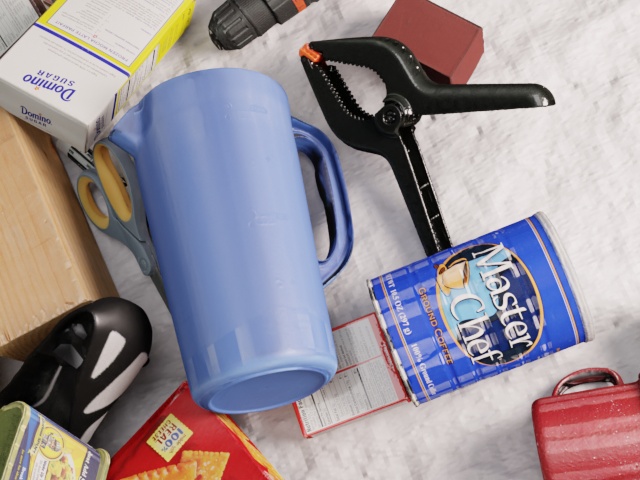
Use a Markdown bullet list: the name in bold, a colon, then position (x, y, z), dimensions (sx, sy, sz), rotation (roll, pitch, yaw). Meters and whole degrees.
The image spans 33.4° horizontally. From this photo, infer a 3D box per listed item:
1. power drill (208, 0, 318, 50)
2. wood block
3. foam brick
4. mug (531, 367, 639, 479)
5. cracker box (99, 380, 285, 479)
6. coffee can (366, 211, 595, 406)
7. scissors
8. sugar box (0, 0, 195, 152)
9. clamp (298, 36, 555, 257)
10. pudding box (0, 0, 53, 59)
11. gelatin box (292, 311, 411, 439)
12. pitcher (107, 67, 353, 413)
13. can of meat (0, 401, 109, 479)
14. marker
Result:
- **power drill**: position (-0.059, -0.278, 0.938), dimensions (0.184, 0.057, 0.188), rotation (-37, 74, -1)
- **wood block**: position (-0.250, -0.011, 0.886), dimensions (0.091, 0.090, 0.206), rotation (-28, 73, 4)
- **foam brick**: position (0.090, -0.161, 0.879), dimensions (0.078, 0.053, 0.051), rotation (31, 83, 16)
- **mug**: position (0.198, 0.139, 0.768), dimensions (0.081, 0.093, 0.117), rotation (-12, 43, 12)
- **cracker box**: position (-0.086, 0.229, 0.762), dimensions (0.164, 0.072, 0.214), rotation (-46, 47, -4)
- **coffee can**: position (0.117, 0.051, 0.792), dimensions (0.140, 0.102, 0.103), rotation (-22, 73, 5)
- **scissors**: position (-0.155, 0.013, 0.892), dimensions (0.096, 0.016, 0.202), rotation (-10, 100, 50)
- **sugar box**: position (-0.187, -0.162, 0.892), dimensions (0.093, 0.048, 0.176), rotation (29, 58, 3)
- **clamp**: position (0.063, -0.088, 0.848), dimensions (0.210, 0.036, 0.165), rotation (33, 115, 23)
- **pudding box**: position (-0.293, -0.191, 0.955), dimensions (0.114, 0.039, 0.090), rotation (-39, 72, 19)
- **gelatin box**: position (0.017, 0.106, 0.835), dimensions (0.089, 0.030, 0.073), rotation (-22, 74, 5)
- **pitcher**: position (-0.055, 0.001, 0.813), dimensions (0.149, 0.145, 0.243), rotation (-20, 66, 12)
- **can of meat**: position (-0.207, 0.178, 0.762), dimensions (0.058, 0.083, 0.102), rotation (-22, 41, 29)
- **marker**: position (-0.181, -0.052, 0.920), dimensions (0.121, 0.020, 0.020), rotation (40, 86, 18)
